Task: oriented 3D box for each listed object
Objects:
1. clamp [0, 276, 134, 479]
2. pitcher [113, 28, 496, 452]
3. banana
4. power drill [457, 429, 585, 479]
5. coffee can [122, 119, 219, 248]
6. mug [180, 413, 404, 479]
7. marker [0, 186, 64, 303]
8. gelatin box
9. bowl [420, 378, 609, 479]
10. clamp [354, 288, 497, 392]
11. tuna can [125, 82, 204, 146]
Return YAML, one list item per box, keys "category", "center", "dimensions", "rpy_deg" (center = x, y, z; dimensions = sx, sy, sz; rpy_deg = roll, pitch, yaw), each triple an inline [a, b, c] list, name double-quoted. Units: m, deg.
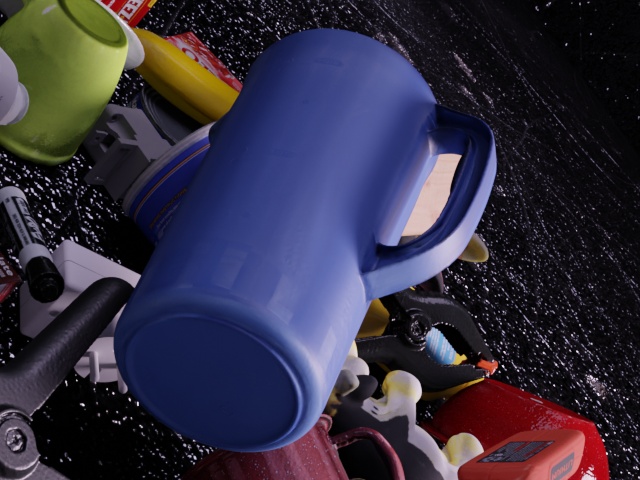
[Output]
- category: "clamp"
  center: [-0.142, 0.104, 0.486]
  dimensions: [0.209, 0.036, 0.164]
  rpy_deg: [-7, 74, -55]
- category: "pitcher"
  center: [-0.009, -0.005, 0.589]
  dimensions: [0.145, 0.149, 0.242]
  rpy_deg: [37, 41, -12]
- category: "banana"
  center: [-0.089, -0.120, 0.872]
  dimensions: [0.197, 0.037, 0.069]
  rpy_deg: [35, 27, -29]
- category: "power drill"
  center: [0.155, 0.224, 0.706]
  dimensions: [0.184, 0.057, 0.187]
  rpy_deg: [-8, 88, -56]
- category: "coffee can"
  center: [-0.055, 0.001, 0.742]
  dimensions: [0.140, 0.103, 0.102]
  rpy_deg: [51, 23, 8]
- category: "mug"
  center: [-0.009, 0.146, 0.579]
  dimensions: [0.081, 0.117, 0.093]
  rpy_deg: [63, -2, 23]
- category: "marker"
  center: [-0.166, 0.001, 0.605]
  dimensions: [0.020, 0.020, 0.121]
  rpy_deg: [30, 9, -36]
- category: "gelatin box"
  center: [-0.111, -0.149, 0.982]
  dimensions: [0.089, 0.030, 0.073]
  rpy_deg: [47, 23, -1]
- category: "bowl"
  center: [0.163, 0.152, 0.845]
  dimensions: [0.162, 0.055, 0.162]
  rpy_deg: [21, 0, 0]
- category: "clamp"
  center: [0.058, 0.076, 0.823]
  dimensions: [0.171, 0.120, 0.039]
  rpy_deg: [35, -13, -16]
- category: "tuna can"
  center: [-0.119, -0.085, 0.859]
  dimensions: [0.086, 0.034, 0.086]
  rpy_deg: [38, 24, -21]
